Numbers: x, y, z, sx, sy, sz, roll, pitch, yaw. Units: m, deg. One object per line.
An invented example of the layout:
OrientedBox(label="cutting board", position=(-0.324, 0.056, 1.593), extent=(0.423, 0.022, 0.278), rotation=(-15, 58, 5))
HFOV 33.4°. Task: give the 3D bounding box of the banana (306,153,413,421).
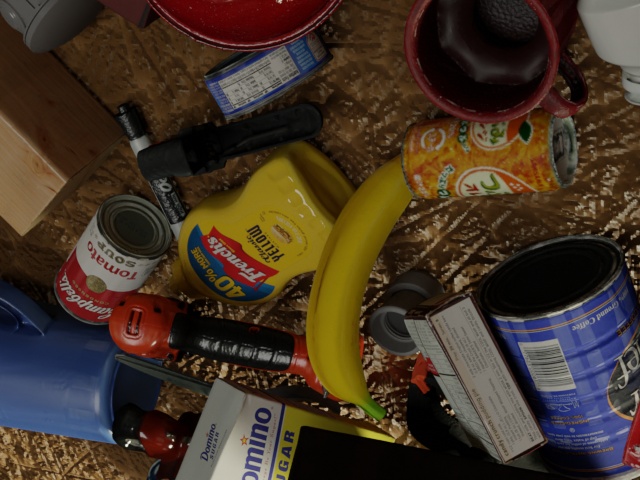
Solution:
OrientedBox(label="banana", position=(0.027, 0.029, 0.757), extent=(0.037, 0.069, 0.198), rotation=(19, 101, 57))

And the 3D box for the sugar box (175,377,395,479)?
OrientedBox(label="sugar box", position=(-0.024, 0.177, 0.856), extent=(0.176, 0.093, 0.048), rotation=(24, 177, -43))

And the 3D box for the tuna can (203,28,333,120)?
OrientedBox(label="tuna can", position=(-0.036, -0.118, 0.727), extent=(0.086, 0.086, 0.033), rotation=(-19, 108, 36))

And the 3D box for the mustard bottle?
OrientedBox(label="mustard bottle", position=(-0.056, 0.001, 0.836), extent=(0.192, 0.058, 0.096), rotation=(-29, 110, 39))

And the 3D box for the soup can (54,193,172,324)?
OrientedBox(label="soup can", position=(-0.176, 0.016, 0.906), extent=(0.068, 0.068, 0.102), rotation=(40, 130, -1))

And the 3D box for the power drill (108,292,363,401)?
OrientedBox(label="power drill", position=(-0.062, 0.085, 0.857), extent=(0.188, 0.184, 0.057), rotation=(9, 85, 7))

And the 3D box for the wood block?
OrientedBox(label="wood block", position=(-0.268, -0.119, 0.850), extent=(0.206, 0.090, 0.091), rotation=(45, 131, -6))

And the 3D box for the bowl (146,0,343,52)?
OrientedBox(label="bowl", position=(-0.054, -0.191, 0.636), extent=(0.162, 0.055, 0.162), rotation=(3, 107, 11))

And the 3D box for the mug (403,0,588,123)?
OrientedBox(label="mug", position=(0.116, -0.122, 0.644), extent=(0.117, 0.081, 0.093), rotation=(40, 131, -1))

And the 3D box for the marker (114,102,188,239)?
OrientedBox(label="marker", position=(-0.134, -0.056, 0.865), extent=(0.020, 0.020, 0.121), rotation=(-10, 116, 33))

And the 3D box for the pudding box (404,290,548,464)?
OrientedBox(label="pudding box", position=(0.104, 0.091, 0.728), extent=(0.113, 0.039, 0.090), rotation=(61, 173, 1))

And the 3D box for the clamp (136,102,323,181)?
OrientedBox(label="clamp", position=(-0.075, -0.070, 0.780), extent=(0.172, 0.120, 0.039), rotation=(-172, 70, -66))

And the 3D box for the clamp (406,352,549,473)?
OrientedBox(label="clamp", position=(0.138, 0.159, 0.829), extent=(0.165, 0.036, 0.210), rotation=(-10, 131, 30))

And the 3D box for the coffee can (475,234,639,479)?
OrientedBox(label="coffee can", position=(0.178, 0.081, 0.733), extent=(0.103, 0.102, 0.140), rotation=(-11, 115, 33))

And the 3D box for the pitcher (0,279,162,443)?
OrientedBox(label="pitcher", position=(-0.276, 0.106, 0.982), extent=(0.243, 0.149, 0.145), rotation=(7, 86, 20))

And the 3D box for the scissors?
OrientedBox(label="scissors", position=(-0.068, 0.127, 0.910), extent=(0.201, 0.016, 0.096), rotation=(34, 133, -24))
